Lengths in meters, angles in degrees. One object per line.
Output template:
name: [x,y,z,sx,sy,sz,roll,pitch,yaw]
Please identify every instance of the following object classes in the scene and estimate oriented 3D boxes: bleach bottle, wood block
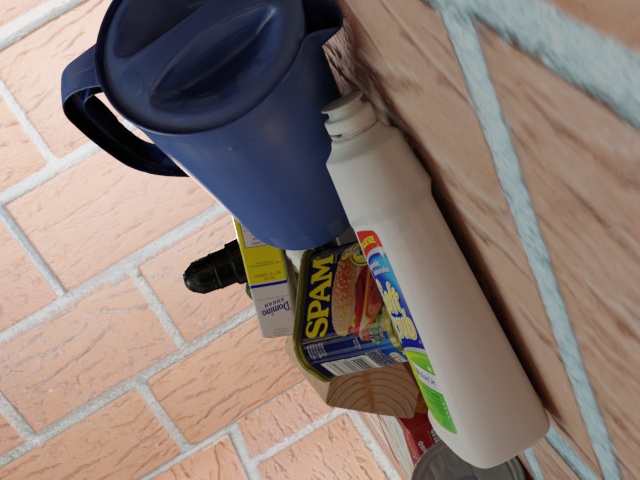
bleach bottle: [0.064,0.021,0.689,0.251,0.068,0.103,63,173,-17]
wood block: [0.032,0.104,1.091,0.206,0.090,0.091,-147,68,-75]

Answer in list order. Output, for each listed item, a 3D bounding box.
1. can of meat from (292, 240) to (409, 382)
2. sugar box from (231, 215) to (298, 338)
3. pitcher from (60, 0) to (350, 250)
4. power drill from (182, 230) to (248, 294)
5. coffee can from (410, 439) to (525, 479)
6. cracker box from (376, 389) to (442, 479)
can of meat: [0.032,0.047,0.793,0.057,0.084,0.102,41,-136,-43]
sugar box: [-0.057,0.001,1.076,0.093,0.048,0.176,-92,-6,-64]
pitcher: [-0.053,-0.080,0.729,0.149,0.145,0.242,32,170,24]
power drill: [-0.083,-0.045,1.154,0.057,0.184,0.187,-130,20,-60]
coffee can: [0.146,0.254,0.988,0.103,0.102,0.140,56,174,38]
cracker box: [0.116,0.212,1.185,0.164,0.072,0.214,67,173,-22]
